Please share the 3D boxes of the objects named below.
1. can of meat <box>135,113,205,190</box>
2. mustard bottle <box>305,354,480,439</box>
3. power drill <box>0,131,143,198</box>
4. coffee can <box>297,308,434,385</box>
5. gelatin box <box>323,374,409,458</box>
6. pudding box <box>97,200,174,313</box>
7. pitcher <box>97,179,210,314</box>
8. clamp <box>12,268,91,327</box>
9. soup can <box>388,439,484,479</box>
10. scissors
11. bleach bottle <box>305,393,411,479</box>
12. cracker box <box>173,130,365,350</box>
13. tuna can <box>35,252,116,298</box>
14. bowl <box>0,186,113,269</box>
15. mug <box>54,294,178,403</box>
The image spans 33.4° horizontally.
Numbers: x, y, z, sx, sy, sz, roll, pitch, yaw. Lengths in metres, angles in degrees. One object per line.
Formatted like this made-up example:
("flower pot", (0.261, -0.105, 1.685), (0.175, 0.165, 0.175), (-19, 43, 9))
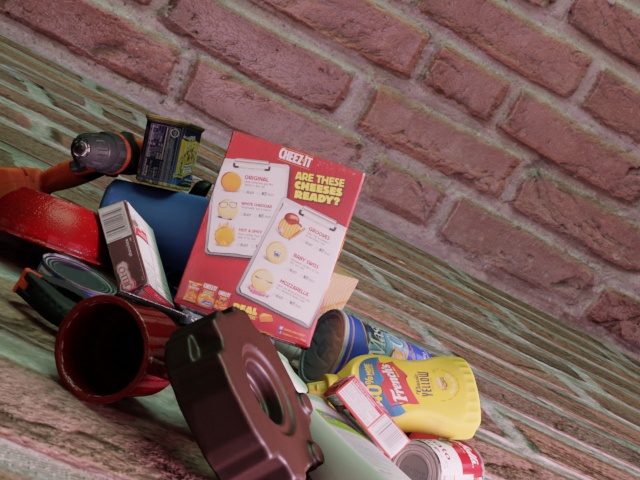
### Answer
("can of meat", (-0.188, -0.108, 1.333), (0.057, 0.084, 0.102), (12, 2, 9))
("mustard bottle", (0.077, 0.172, 1.186), (0.191, 0.058, 0.096), (4, 49, -13))
("power drill", (-0.315, -0.088, 1.329), (0.188, 0.057, 0.184), (-14, -5, 15))
("coffee can", (0.058, 0.157, 1.321), (0.140, 0.103, 0.103), (26, 9, -23))
("gelatin box", (0.046, 0.177, 1.078), (0.089, 0.030, 0.073), (50, -13, 3))
("pudding box", (-0.208, 0.022, 1.206), (0.090, 0.039, 0.113), (63, 9, -65))
("pitcher", (-0.159, 0.012, 1.329), (0.242, 0.145, 0.149), (15, 5, -4))
("clamp", (-0.222, 0.081, 1.065), (0.171, 0.039, 0.120), (36, 1, -3))
("soup can", (0.121, 0.244, 1.127), (0.069, 0.068, 0.102), (35, 10, 34))
("scissors", (-0.126, 0.091, 1.181), (0.096, 0.016, 0.201), (8, -14, 34))
("bleach bottle", (0.025, 0.212, 1.022), (0.102, 0.068, 0.251), (34, 2, -26))
("cracker box", (-0.058, 0.002, 1.244), (0.164, 0.213, 0.072), (18, -11, 0))
("tuna can", (-0.262, 0.049, 1.131), (0.086, 0.034, 0.086), (29, 8, -5))
("bowl", (-0.302, -0.020, 1.206), (0.162, 0.055, 0.162), (20, -5, 1))
("mug", (-0.163, 0.100, 0.941), (0.117, 0.093, 0.081), (15, -2, 21))
